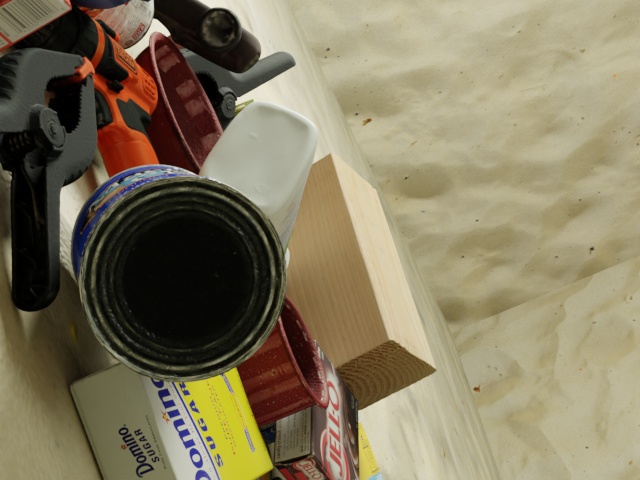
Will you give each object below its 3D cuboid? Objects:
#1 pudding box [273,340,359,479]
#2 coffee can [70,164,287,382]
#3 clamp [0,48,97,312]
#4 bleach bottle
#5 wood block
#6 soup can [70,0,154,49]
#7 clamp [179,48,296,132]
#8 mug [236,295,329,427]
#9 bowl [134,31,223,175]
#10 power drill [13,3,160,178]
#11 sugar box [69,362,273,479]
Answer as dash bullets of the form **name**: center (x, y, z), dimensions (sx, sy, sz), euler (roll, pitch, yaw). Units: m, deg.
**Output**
- **pudding box**: center (-0.001, 0.151, 0.842), dimensions (0.113, 0.039, 0.090), euler (-92, 158, -46)
- **coffee can**: center (-0.083, 0.012, 0.586), dimensions (0.103, 0.102, 0.140), euler (65, -10, -12)
- **clamp**: center (-0.164, -0.058, 0.570), dimensions (0.171, 0.039, 0.120), euler (-89, 160, -46)
- **bleach bottle**: center (-0.056, 0.001, 0.861), dimensions (0.251, 0.068, 0.102), euler (103, 14, -59)
- **wood block**: center (0.021, 0.037, 0.973), dimensions (0.090, 0.091, 0.206), euler (36, 30, -49)
- **soup can**: center (-0.175, -0.191, 0.820), dimensions (0.102, 0.068, 0.068), euler (32, 36, -76)
- **clamp**: center (-0.097, -0.142, 1.053), dimensions (0.209, 0.036, 0.164), euler (29, 72, -52)
- **mug**: center (-0.050, 0.087, 0.794), dimensions (0.117, 0.081, 0.093), euler (-103, 166, -51)
- **bowl**: center (-0.126, -0.091, 0.898), dimensions (0.162, 0.055, 0.162), euler (-24, 90, -82)
- **power drill**: center (-0.145, -0.070, 0.717), dimensions (0.188, 0.057, 0.184), euler (70, 13, 19)
- **sugar box**: center (-0.082, 0.115, 0.644), dimensions (0.176, 0.048, 0.093), euler (21, 47, -80)
